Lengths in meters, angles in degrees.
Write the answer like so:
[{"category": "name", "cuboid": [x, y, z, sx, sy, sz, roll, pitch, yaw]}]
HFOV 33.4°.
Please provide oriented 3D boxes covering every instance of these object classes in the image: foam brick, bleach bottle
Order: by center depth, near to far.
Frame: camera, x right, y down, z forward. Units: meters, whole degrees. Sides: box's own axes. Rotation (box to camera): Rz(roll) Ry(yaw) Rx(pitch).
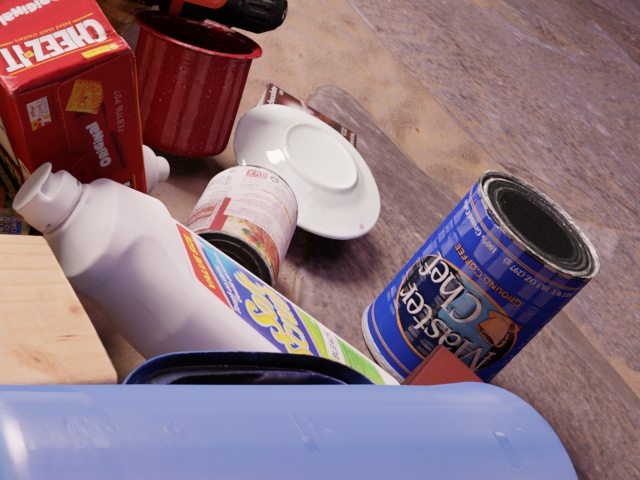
[{"category": "bleach bottle", "cuboid": [-0.052, 0.051, 0.556, 0.250, 0.068, 0.102, 41, 18, -27]}, {"category": "foam brick", "cuboid": [0.069, 0.112, 0.683, 0.051, 0.053, 0.078, 42, 28, 7]}]

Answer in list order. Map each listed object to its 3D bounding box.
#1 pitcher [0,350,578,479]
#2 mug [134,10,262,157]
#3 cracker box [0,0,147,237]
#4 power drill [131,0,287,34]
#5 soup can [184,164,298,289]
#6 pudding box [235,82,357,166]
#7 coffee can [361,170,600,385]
[{"category": "pitcher", "cuboid": [-0.029, 0.108, 0.410, 0.242, 0.149, 0.145, 10, 77, -36]}, {"category": "mug", "cuboid": [-0.102, -0.117, 0.777, 0.093, 0.081, 0.117, 3, 26, -33]}, {"category": "cracker box", "cuboid": [-0.174, -0.109, 0.605, 0.072, 0.164, 0.214, -26, 62, -20]}, {"category": "power drill", "cuboid": [-0.097, -0.176, 0.684, 0.184, 0.057, 0.188, 14, 4, -13]}, {"category": "soup can", "cuboid": [-0.055, 0.001, 0.688, 0.068, 0.069, 0.102, 33, 28, -9]}, {"category": "pudding box", "cuboid": [-0.018, -0.069, 0.860, 0.090, 0.039, 0.113, 30, 30, -16]}, {"category": "coffee can", "cuboid": [0.109, 0.036, 0.748, 0.102, 0.140, 0.103, 28, 30, -18]}]
